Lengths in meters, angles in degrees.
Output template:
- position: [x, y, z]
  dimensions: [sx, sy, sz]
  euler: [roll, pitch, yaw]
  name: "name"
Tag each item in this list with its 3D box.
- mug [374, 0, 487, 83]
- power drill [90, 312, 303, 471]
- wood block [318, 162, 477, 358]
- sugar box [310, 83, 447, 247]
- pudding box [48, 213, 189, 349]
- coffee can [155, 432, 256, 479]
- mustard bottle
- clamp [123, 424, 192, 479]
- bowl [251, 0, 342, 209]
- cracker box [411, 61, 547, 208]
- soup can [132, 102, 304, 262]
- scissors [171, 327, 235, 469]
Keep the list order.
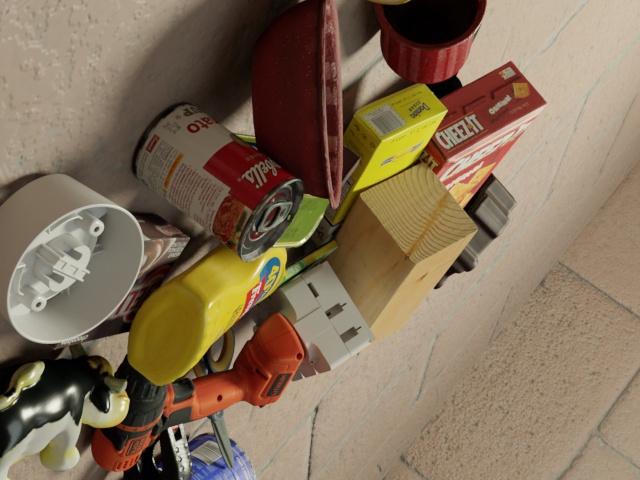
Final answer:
- position: [0.093, -0.199, 0.925]
  dimensions: [0.081, 0.093, 0.117]
  euler: [82, 10, -73]
  name: "mug"
- position: [-0.110, 0.126, 0.952]
  dimensions: [0.187, 0.057, 0.185]
  euler: [-17, 155, -32]
  name: "power drill"
- position: [0.064, 0.027, 1.091]
  dimensions: [0.090, 0.090, 0.206]
  euler: [-26, 161, -32]
  name: "wood block"
- position: [0.048, -0.069, 1.039]
  dimensions: [0.093, 0.048, 0.176]
  euler: [-27, 157, -34]
  name: "sugar box"
- position: [-0.151, 0.027, 0.766]
  dimensions: [0.090, 0.039, 0.113]
  euler: [-58, 163, 12]
  name: "pudding box"
- position: [-0.149, 0.283, 1.162]
  dimensions: [0.140, 0.103, 0.103]
  euler: [-25, 147, -58]
  name: "coffee can"
- position: [-0.077, 0.037, 0.861]
  dimensions: [0.096, 0.058, 0.191]
  euler: [-59, 172, 31]
  name: "mustard bottle"
- position: [-0.161, 0.252, 1.054]
  dimensions: [0.039, 0.120, 0.172]
  euler: [-27, 145, -59]
  name: "clamp"
- position: [-0.016, -0.103, 0.776]
  dimensions: [0.162, 0.055, 0.162]
  euler: [0, 90, -84]
  name: "bowl"
- position: [0.130, -0.079, 1.161]
  dimensions: [0.163, 0.072, 0.214]
  euler: [-31, 165, -32]
  name: "cracker box"
- position: [-0.071, -0.041, 0.740]
  dimensions: [0.068, 0.102, 0.068]
  euler: [-47, 162, -21]
  name: "soup can"
- position: [-0.101, 0.156, 1.100]
  dimensions: [0.096, 0.016, 0.201]
  euler: [-57, 148, -23]
  name: "scissors"
